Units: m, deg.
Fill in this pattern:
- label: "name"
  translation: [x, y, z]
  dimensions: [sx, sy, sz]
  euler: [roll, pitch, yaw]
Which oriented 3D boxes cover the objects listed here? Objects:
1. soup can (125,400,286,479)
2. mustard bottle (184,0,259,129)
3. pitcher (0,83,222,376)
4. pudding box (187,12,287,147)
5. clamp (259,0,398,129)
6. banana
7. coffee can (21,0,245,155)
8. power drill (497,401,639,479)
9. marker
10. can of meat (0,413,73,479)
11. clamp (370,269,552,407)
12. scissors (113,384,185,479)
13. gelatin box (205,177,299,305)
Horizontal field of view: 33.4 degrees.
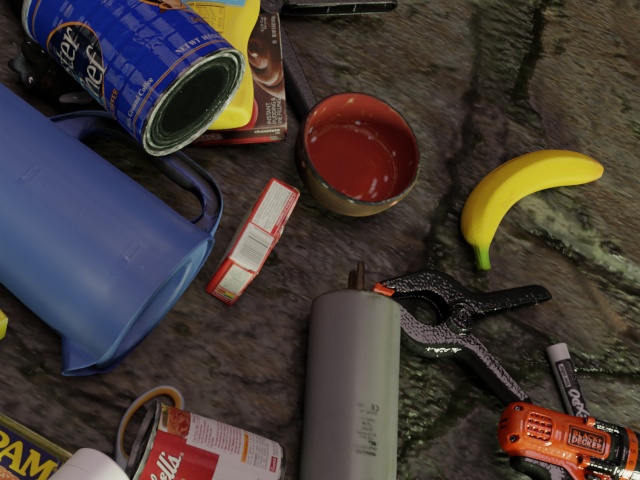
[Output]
- label: "soup can"
  translation: [-0.084, 0.165, 0.778]
  dimensions: [0.102, 0.069, 0.068]
  euler: [22, 61, -13]
- label: "mustard bottle"
  translation: [-0.101, -0.191, 0.903]
  dimensions: [0.096, 0.058, 0.191]
  euler: [2, 73, 4]
- label: "pitcher"
  translation: [-0.203, -0.029, 0.808]
  dimensions: [0.243, 0.145, 0.149]
  euler: [39, 24, 3]
- label: "pudding box"
  translation: [-0.077, -0.140, 0.938]
  dimensions: [0.090, 0.039, 0.113]
  euler: [-4, 70, -2]
- label: "clamp"
  translation: [-0.038, -0.222, 1.007]
  dimensions: [0.210, 0.036, 0.164]
  euler: [37, 68, 1]
- label: "banana"
  translation: [0.194, -0.046, 1.022]
  dimensions: [0.197, 0.037, 0.069]
  euler: [-36, 100, -29]
- label: "coffee can"
  translation: [-0.141, -0.148, 0.807]
  dimensions: [0.140, 0.103, 0.102]
  euler: [44, 58, 13]
- label: "power drill"
  translation: [0.223, 0.239, 0.874]
  dimensions: [0.184, 0.057, 0.187]
  euler: [17, 65, -5]
- label: "marker"
  translation: [0.229, 0.151, 0.951]
  dimensions: [0.020, 0.020, 0.121]
  euler: [-7, 70, -24]
- label: "can of meat"
  translation: [-0.231, 0.171, 0.744]
  dimensions: [0.102, 0.058, 0.083]
  euler: [32, 61, -5]
- label: "clamp"
  translation: [0.126, 0.065, 0.940]
  dimensions: [0.171, 0.039, 0.120]
  euler: [29, 58, -6]
- label: "scissors"
  translation: [-0.141, 0.201, 0.788]
  dimensions: [0.096, 0.016, 0.201]
  euler: [30, 60, -6]
- label: "gelatin box"
  translation: [-0.056, 0.001, 0.880]
  dimensions: [0.030, 0.073, 0.089]
  euler: [31, 59, -7]
